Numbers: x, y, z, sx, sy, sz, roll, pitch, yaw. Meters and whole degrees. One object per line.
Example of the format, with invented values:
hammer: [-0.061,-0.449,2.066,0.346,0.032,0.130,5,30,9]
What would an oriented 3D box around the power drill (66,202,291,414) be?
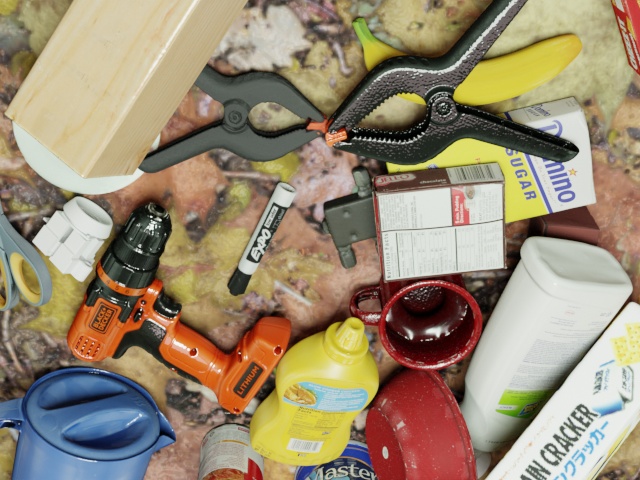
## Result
power drill: [-0.125,0.069,0.990,0.187,0.057,0.185,28,122,-8]

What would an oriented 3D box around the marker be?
marker: [-0.056,0.001,0.991,0.020,0.020,0.121,23,113,-12]

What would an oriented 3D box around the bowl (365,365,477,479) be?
bowl: [0.085,0.195,1.004,0.055,0.162,0.162,-12,117,-19]

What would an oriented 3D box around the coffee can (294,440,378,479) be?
coffee can: [0.025,0.280,1.059,0.103,0.140,0.103,-1,115,-1]

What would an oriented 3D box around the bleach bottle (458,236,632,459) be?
bleach bottle: [0.177,0.113,0.972,0.102,0.068,0.251,7,128,-25]

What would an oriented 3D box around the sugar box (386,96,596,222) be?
sugar box: [0.151,-0.061,0.951,0.176,0.048,0.093,-12,116,6]

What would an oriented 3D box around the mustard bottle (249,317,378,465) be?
mustard bottle: [0.002,0.139,1.005,0.096,0.058,0.192,10,135,-15]

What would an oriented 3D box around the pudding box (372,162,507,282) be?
pudding box: [0.104,-0.015,0.925,0.113,0.039,0.090,-5,120,2]

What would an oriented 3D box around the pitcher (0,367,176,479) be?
pitcher: [-0.257,0.254,1.050,0.149,0.144,0.243,31,118,19]

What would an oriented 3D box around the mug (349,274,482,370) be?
mug: [0.085,0.060,0.988,0.117,0.081,0.093,-3,116,0]

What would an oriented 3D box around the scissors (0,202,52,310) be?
scissors: [-0.282,-0.023,0.955,0.096,0.016,0.202,18,120,29]

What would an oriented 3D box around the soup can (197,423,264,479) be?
soup can: [-0.090,0.237,1.057,0.068,0.102,0.068,-1,116,-1]

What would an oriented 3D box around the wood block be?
wood block: [-0.146,-0.159,0.847,0.090,0.090,0.206,38,104,9]

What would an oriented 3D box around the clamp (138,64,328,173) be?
clamp: [-0.082,-0.101,0.929,0.171,0.039,0.120,15,112,-5]

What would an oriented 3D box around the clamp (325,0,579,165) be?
clamp: [0.109,-0.109,0.889,0.210,0.036,0.164,-22,112,10]

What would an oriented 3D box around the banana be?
banana: [0.123,-0.147,0.913,0.197,0.037,0.070,4,118,-3]

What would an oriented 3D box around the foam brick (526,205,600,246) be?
foam brick: [0.220,0.010,0.983,0.051,0.053,0.078,3,117,-3]
